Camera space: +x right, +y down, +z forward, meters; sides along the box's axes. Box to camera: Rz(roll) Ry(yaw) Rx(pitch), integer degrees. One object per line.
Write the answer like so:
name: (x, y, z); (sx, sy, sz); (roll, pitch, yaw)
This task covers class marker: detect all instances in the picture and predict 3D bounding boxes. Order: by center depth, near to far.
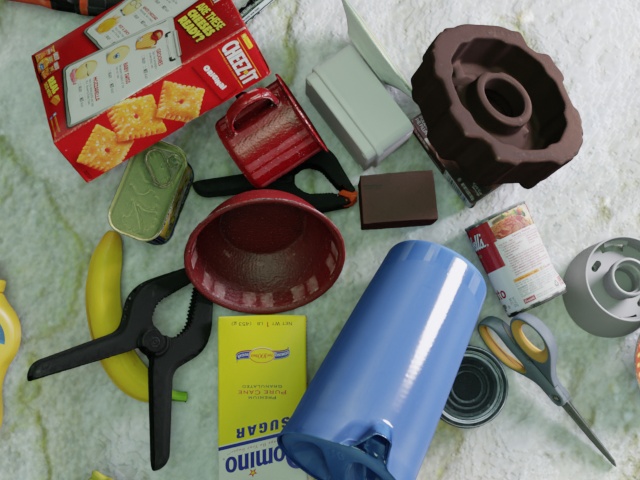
marker: (-0.086, -0.238, 1.146); (0.121, 0.020, 0.020); (-40, 85, -2)

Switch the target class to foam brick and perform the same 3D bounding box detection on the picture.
foam brick: (0.079, -0.041, 1.106); (0.078, 0.051, 0.053); (-4, 83, 1)

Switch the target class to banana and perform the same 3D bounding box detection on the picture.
banana: (-0.207, 0.090, 1.112); (0.069, 0.037, 0.198); (-21, 87, -28)

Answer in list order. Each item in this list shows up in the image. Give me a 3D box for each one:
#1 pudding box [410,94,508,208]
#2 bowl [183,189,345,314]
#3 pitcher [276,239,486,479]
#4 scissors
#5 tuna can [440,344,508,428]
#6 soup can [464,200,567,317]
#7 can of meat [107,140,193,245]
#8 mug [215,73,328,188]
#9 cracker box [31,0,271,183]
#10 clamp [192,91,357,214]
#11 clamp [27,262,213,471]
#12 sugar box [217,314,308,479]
pudding box: (0.160, -0.103, 1.116); (0.090, 0.039, 0.113); (-34, 85, -3)
bowl: (-0.057, 0.001, 1.078); (0.162, 0.162, 0.055); (-7, 44, 1)
pitcher: (0.064, 0.125, 1.033); (0.149, 0.145, 0.242); (8, 56, 35)
scissors: (0.242, 0.144, 1.070); (0.202, 0.096, 0.016); (43, 59, 7)
tuna can: (0.149, 0.149, 1.094); (0.086, 0.034, 0.086); (0, 85, 2)
soup can: (0.200, 0.019, 1.089); (0.068, 0.068, 0.102); (-25, 85, -1)
can of meat: (-0.171, -0.047, 1.097); (0.057, 0.084, 0.102); (21, 85, 3)
mug: (-0.055, -0.109, 1.052); (0.081, 0.117, 0.093); (-33, 63, 5)
cracker box: (-0.174, -0.175, 1.072); (0.214, 0.072, 0.164); (-30, 45, 3)
clamp: (-0.047, -0.068, 1.119); (0.171, 0.039, 0.120); (32, 90, 10)
clamp: (-0.167, 0.115, 1.081); (0.164, 0.036, 0.209); (46, 67, -10)
sugar box: (-0.059, 0.165, 1.093); (0.093, 0.048, 0.176); (-2, 83, 1)
